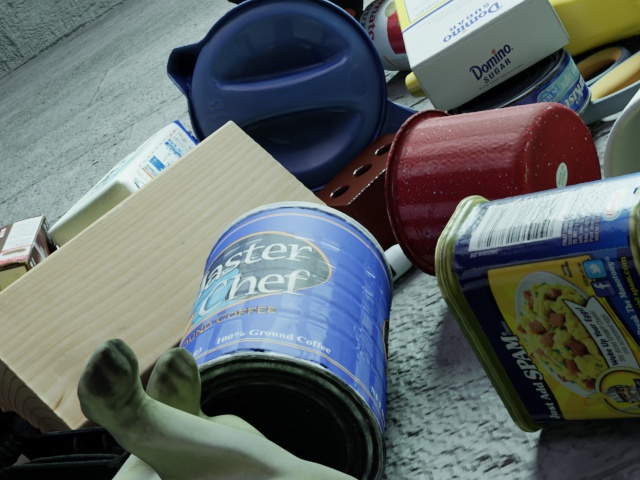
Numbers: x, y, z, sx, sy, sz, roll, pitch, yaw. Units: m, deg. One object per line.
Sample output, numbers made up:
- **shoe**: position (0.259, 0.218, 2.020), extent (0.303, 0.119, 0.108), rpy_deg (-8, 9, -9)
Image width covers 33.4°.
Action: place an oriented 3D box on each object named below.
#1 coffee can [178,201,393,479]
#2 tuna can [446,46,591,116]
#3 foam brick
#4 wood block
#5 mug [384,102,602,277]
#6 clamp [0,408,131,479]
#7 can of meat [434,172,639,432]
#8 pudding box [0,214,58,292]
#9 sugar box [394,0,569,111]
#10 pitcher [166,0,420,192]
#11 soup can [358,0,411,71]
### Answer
- **coffee can**: position (-0.018, 0.057, 0.515), extent (0.103, 0.102, 0.140), rpy_deg (-26, 23, 18)
- **tuna can**: position (0.123, -0.086, 0.667), extent (0.086, 0.033, 0.086), rpy_deg (-30, 20, 12)
- **foam brick**: position (0.039, -0.025, 0.676), extent (0.078, 0.051, 0.053), rpy_deg (-44, 24, -24)
- **wood block**: position (-0.100, 0.033, 0.636), extent (0.205, 0.091, 0.090), rpy_deg (-42, -12, -31)
- **mug**: position (0.102, -0.028, 0.570), extent (0.082, 0.093, 0.117), rpy_deg (-4, 0, 43)
- **clamp**: position (-0.155, 0.112, 0.549), extent (0.165, 0.210, 0.036), rpy_deg (28, 50, 16)
- **can of meat**: position (0.107, 0.025, 0.417), extent (0.084, 0.102, 0.057), rpy_deg (-11, 31, 40)
- **pudding box**: position (-0.200, 0.050, 0.763), extent (0.039, 0.113, 0.090), rpy_deg (-18, 23, 0)
- **sugar box**: position (0.101, -0.156, 0.718), extent (0.093, 0.048, 0.176), rpy_deg (-29, 30, 16)
- **pitcher**: position (-0.012, -0.113, 0.812), extent (0.145, 0.149, 0.243), rpy_deg (-31, 9, 6)
- **soup can**: position (0.085, -0.181, 0.916), extent (0.068, 0.068, 0.102), rpy_deg (-41, 23, -20)
